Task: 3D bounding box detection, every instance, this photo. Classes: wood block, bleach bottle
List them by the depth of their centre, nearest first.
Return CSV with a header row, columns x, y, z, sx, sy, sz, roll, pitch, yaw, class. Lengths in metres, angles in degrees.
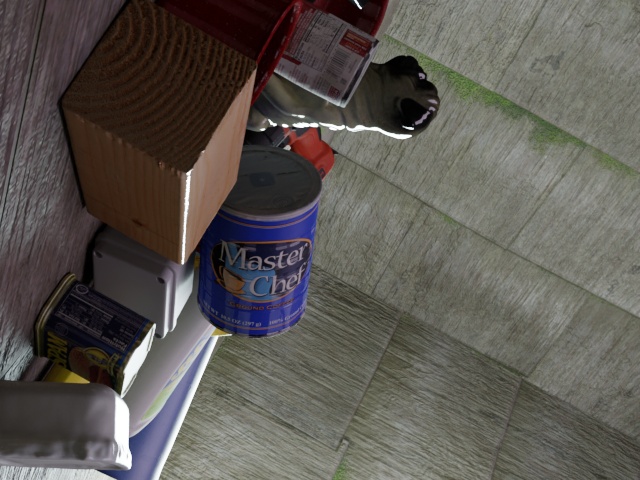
x,y,z,sx,sy,sz,roll,pitch,yaw,class
-0.110,-0.066,0.740,0.090,0.091,0.206,-60,179,-18,wood block
-0.143,0.090,1.112,0.251,0.068,0.102,-51,174,21,bleach bottle

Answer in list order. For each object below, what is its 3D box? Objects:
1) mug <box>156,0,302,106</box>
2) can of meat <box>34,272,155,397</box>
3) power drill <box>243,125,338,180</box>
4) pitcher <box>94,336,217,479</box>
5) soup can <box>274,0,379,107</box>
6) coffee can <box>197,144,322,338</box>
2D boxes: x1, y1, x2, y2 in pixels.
x,y,z,sx,sy,sz,roll,pitch,yaw,class
-0.074,-0.141,0.760,0.093,0.081,0.117,-60,178,-47,mug
-0.192,0.084,0.912,0.057,0.084,0.102,-61,179,-29,can of meat
-0.043,-0.107,1.228,0.184,0.057,0.187,-52,160,-20,power drill
-0.212,0.161,1.265,0.243,0.145,0.149,-65,-169,-8,pitcher
-0.008,-0.168,0.926,0.068,0.102,0.068,-61,180,0,soup can
-0.056,0.001,0.945,0.102,0.103,0.140,-60,163,-49,coffee can
